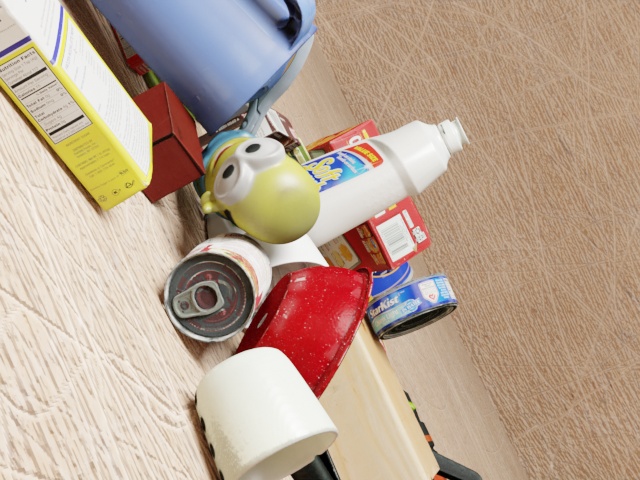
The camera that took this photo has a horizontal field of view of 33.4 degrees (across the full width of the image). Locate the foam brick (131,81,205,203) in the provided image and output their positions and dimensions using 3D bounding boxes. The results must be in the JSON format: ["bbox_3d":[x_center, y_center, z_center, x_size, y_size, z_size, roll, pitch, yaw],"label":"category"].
[{"bbox_3d":[-0.133,-0.082,0.877,0.053,0.051,0.078,54,13,-40],"label":"foam brick"}]

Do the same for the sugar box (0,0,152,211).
[{"bbox_3d":[-0.180,-0.113,0.726,0.176,0.048,0.093,53,14,-33],"label":"sugar box"}]

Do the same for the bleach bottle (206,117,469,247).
[{"bbox_3d":[0.018,-0.049,0.993,0.068,0.251,0.102,58,11,-30],"label":"bleach bottle"}]

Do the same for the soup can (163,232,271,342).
[{"bbox_3d":[-0.076,0.033,0.823,0.068,0.068,0.102,63,9,-6],"label":"soup can"}]

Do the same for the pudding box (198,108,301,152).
[{"bbox_3d":[-0.077,-0.101,1.121,0.039,0.090,0.113,63,10,9],"label":"pudding box"}]

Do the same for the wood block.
[{"bbox_3d":[0.025,0.145,1.009,0.206,0.090,0.090,65,10,9],"label":"wood block"}]

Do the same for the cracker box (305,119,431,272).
[{"bbox_3d":[0.028,-0.044,1.295,0.164,0.072,0.214,63,-23,-7],"label":"cracker box"}]

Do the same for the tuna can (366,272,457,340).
[{"bbox_3d":[0.087,0.064,1.024,0.034,0.086,0.086,68,10,15],"label":"tuna can"}]

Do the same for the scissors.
[{"bbox_3d":[-0.071,-0.118,1.024,0.016,0.202,0.096,30,6,-28],"label":"scissors"}]

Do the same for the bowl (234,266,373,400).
[{"bbox_3d":[-0.024,0.078,0.835,0.055,0.162,0.162,32,16,-9],"label":"bowl"}]

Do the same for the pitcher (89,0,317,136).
[{"bbox_3d":[-0.122,-0.222,0.908,0.242,0.149,0.145,45,5,-10],"label":"pitcher"}]
